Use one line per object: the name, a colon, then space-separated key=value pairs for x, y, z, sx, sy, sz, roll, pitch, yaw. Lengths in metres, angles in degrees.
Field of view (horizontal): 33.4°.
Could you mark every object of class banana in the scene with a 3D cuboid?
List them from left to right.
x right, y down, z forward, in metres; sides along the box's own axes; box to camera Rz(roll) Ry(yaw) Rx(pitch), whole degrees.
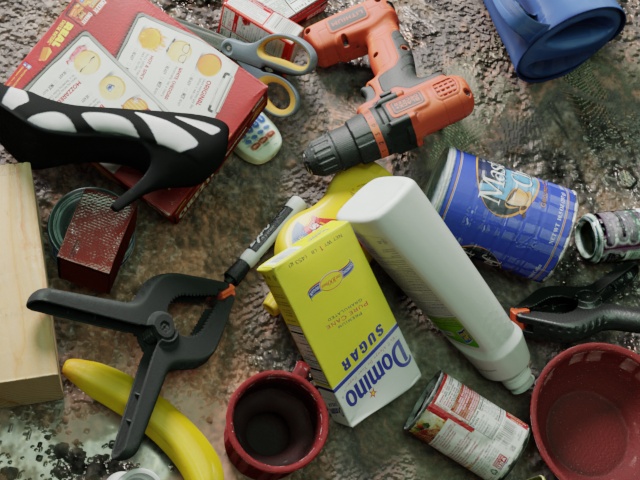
banana: x=-0.151 y=0.171 z=0.975 sx=0.198 sy=0.069 sz=0.037 roll=43 pitch=106 yaw=14

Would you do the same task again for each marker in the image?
marker: x=-0.057 y=0.001 z=1.087 sx=0.020 sy=0.020 sz=0.121 roll=38 pitch=65 yaw=6

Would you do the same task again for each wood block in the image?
wood block: x=-0.296 y=0.043 z=0.982 sx=0.090 sy=0.091 sz=0.206 roll=-8 pitch=70 yaw=-14

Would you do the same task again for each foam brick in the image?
foam brick: x=-0.209 y=0.000 z=1.001 sx=0.053 sy=0.051 sz=0.078 roll=19 pitch=65 yaw=-2

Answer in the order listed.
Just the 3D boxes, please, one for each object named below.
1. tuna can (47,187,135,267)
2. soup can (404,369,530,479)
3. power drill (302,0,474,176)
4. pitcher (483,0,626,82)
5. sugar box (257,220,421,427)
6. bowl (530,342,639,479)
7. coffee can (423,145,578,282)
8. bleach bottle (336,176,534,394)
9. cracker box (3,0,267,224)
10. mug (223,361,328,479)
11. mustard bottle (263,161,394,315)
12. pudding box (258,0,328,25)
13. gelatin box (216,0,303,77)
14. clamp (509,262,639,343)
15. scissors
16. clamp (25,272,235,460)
tuna can: x=-0.225 y=-0.009 z=1.050 sx=0.086 sy=0.034 sz=0.086 roll=4 pitch=67 yaw=-10
soup can: x=0.141 y=0.180 z=1.026 sx=0.102 sy=0.069 sz=0.068 roll=32 pitch=65 yaw=2
power drill: x=0.046 y=-0.161 z=1.121 sx=0.184 sy=0.057 sz=0.188 roll=-23 pitch=54 yaw=-1
pitcher: x=0.229 y=-0.313 z=1.216 sx=0.145 sy=0.149 sz=0.243 roll=-22 pitch=70 yaw=-5
sugar box: x=0.020 y=0.079 z=1.017 sx=0.093 sy=0.048 sz=0.176 roll=-32 pitch=102 yaw=-22
bowl: x=0.276 y=0.186 z=1.057 sx=0.162 sy=0.055 sz=0.162 roll=4 pitch=67 yaw=-10
coffee can: x=0.180 y=-0.027 z=1.102 sx=0.140 sy=0.103 sz=0.102 roll=19 pitch=65 yaw=-3
bleach bottle: x=0.125 y=0.052 z=1.046 sx=0.068 sy=0.103 sz=0.250 roll=-44 pitch=108 yaw=-15
cracker box: x=-0.184 y=-0.144 z=1.077 sx=0.214 sy=0.072 sz=0.164 roll=36 pitch=83 yaw=4
mug: x=-0.041 y=0.165 z=0.987 sx=0.093 sy=0.082 sz=0.117 roll=24 pitch=65 yaw=-1
mustard bottle: x=0.010 y=0.005 z=1.079 sx=0.096 sy=0.058 sz=0.191 roll=42 pitch=66 yaw=4
pudding box: x=-0.058 y=-0.287 z=1.200 sx=0.090 sy=0.039 sz=0.113 roll=-35 pitch=80 yaw=-23
gelatin box: x=-0.067 y=-0.221 z=1.150 sx=0.089 sy=0.073 sz=0.030 roll=31 pitch=63 yaw=4
clamp: x=0.282 y=0.075 z=1.092 sx=0.171 sy=0.039 sz=0.120 roll=-16 pitch=27 yaw=-14
scissors: x=-0.088 y=-0.185 z=1.137 sx=0.202 sy=0.096 sz=0.016 roll=11 pitch=21 yaw=33
clamp: x=-0.160 y=0.079 z=0.978 sx=0.164 sy=0.036 sz=0.209 roll=57 pitch=43 yaw=-6
